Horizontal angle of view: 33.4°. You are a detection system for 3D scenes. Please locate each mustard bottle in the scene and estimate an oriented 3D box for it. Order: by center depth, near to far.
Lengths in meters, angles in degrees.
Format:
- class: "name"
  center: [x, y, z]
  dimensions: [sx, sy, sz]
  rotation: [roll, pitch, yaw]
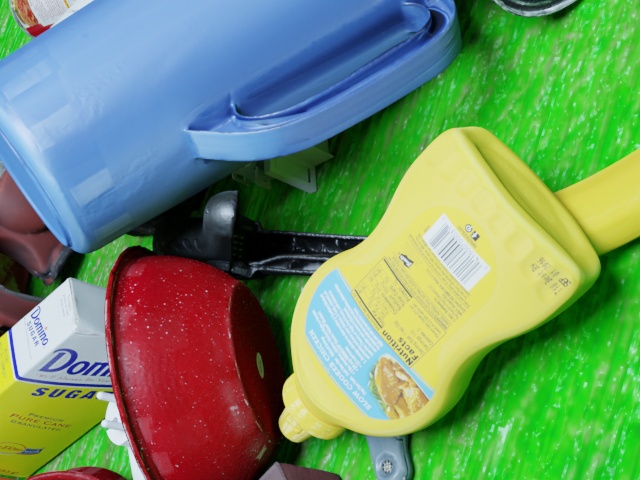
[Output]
- class: "mustard bottle"
  center: [0.039, 0.041, 0.528]
  dimensions: [0.096, 0.058, 0.192]
  rotation: [51, 121, 15]

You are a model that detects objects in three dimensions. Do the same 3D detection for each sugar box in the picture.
- class: "sugar box"
  center: [-0.184, 0.098, 0.719]
  dimensions: [0.176, 0.093, 0.048]
  rotation: [-36, 53, 27]

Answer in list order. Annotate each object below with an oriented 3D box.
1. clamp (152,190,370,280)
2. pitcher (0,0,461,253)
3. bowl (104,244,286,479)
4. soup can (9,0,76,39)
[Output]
- class: "clamp"
  center: [-0.054, 0.001, 0.627]
  dimensions: [0.172, 0.120, 0.039]
  rotation: [-6, 65, 45]
- class: "pitcher"
  center: [-0.053, -0.094, 0.574]
  dimensions: [0.242, 0.145, 0.149]
  rotation: [-35, 1, -16]
- class: "bowl"
  center: [-0.059, 0.074, 0.590]
  dimensions: [0.055, 0.162, 0.162]
  rotation: [-16, 61, 11]
- class: "soup can"
  center: [-0.194, -0.201, 0.862]
  dimensions: [0.102, 0.068, 0.068]
  rotation: [-4, 71, 41]
